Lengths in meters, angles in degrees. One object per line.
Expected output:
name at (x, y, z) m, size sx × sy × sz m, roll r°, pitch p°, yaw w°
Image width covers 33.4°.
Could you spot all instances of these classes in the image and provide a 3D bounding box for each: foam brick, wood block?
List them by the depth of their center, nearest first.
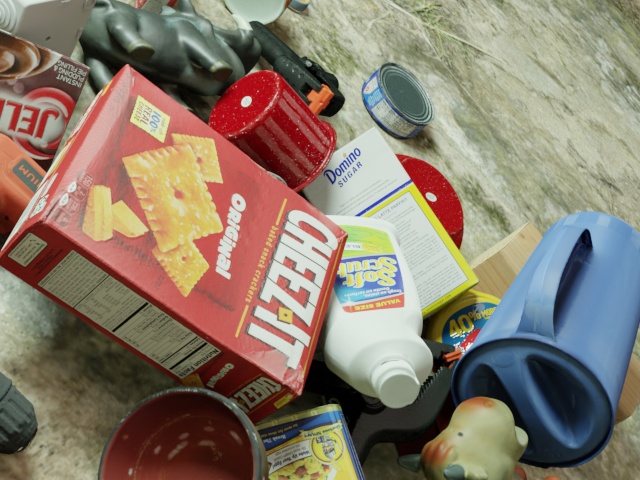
foam brick at (0.106, 0.161, 0.942) m, size 0.078 × 0.051 × 0.053 m, roll 8°, pitch 53°, yaw -43°
wood block at (0.233, 0.097, 1.098) m, size 0.206 × 0.091 × 0.090 m, roll 53°, pitch 37°, yaw 2°

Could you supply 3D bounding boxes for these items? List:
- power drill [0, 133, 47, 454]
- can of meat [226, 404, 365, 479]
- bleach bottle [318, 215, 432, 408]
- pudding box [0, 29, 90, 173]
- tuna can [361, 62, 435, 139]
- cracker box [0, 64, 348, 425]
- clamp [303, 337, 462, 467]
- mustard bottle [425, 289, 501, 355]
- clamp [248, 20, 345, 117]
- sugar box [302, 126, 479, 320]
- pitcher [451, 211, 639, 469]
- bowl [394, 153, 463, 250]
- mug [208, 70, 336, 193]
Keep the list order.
power drill at (-0.225, 0.026, 0.702) m, size 0.184 × 0.057 × 0.187 m, roll 47°, pitch 35°, yaw -15°
can of meat at (-0.019, 0.172, 0.767) m, size 0.102 × 0.057 × 0.084 m, roll -12°, pitch 69°, yaw -19°
bleach bottle at (0.040, 0.056, 0.847) m, size 0.102 × 0.068 × 0.251 m, roll 4°, pitch 22°, yaw -13°
pudding box at (-0.237, -0.107, 0.777) m, size 0.113 × 0.090 × 0.039 m, roll 20°, pitch 5°, yaw -32°
tuna can at (0.088, -0.158, 1.211) m, size 0.086 × 0.034 × 0.086 m, roll 27°, pitch 43°, yaw -29°
cracker box at (-0.092, 0.003, 0.748) m, size 0.213 × 0.072 × 0.164 m, roll 36°, pitch 44°, yaw -18°
clamp at (0.034, 0.139, 0.859) m, size 0.209 × 0.036 × 0.164 m, roll -11°, pitch 70°, yaw -29°
mustard bottle at (0.155, 0.108, 1.017) m, size 0.096 × 0.058 × 0.192 m, roll -20°, pitch 64°, yaw -16°
clamp at (-0.025, -0.169, 1.059) m, size 0.120 × 0.039 × 0.171 m, roll 28°, pitch 13°, yaw -14°
sugar box at (0.062, -0.009, 1.005) m, size 0.176 × 0.093 × 0.048 m, roll 58°, pitch 2°, yaw 11°
pitcher at (0.216, 0.066, 0.934) m, size 0.145 × 0.149 × 0.242 m, roll 45°, pitch 41°, yaw -5°
bowl at (0.095, -0.033, 1.094) m, size 0.162 × 0.055 × 0.162 m, roll 27°, pitch 43°, yaw -29°
mug at (-0.052, -0.087, 0.947) m, size 0.081 × 0.093 × 0.117 m, roll 46°, pitch 69°, yaw -37°
